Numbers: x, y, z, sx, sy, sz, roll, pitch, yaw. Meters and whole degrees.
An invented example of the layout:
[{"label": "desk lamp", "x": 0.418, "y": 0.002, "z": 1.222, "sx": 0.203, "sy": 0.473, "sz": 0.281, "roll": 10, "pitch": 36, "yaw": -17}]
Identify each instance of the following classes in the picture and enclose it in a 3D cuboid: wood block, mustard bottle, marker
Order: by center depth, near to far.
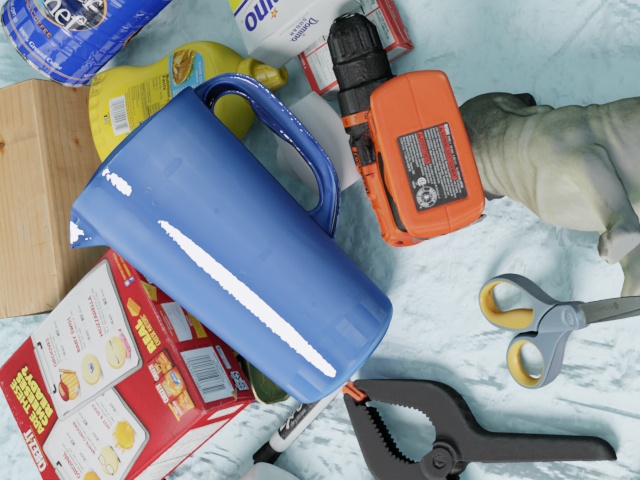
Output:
[{"label": "marker", "x": -0.018, "y": 0.152, "z": 0.899, "sx": 0.020, "sy": 0.020, "sz": 0.121, "roll": 49, "pitch": 113, "yaw": 20}, {"label": "mustard bottle", "x": -0.112, "y": -0.121, "z": 0.925, "sx": 0.192, "sy": 0.058, "sz": 0.096, "roll": -12, "pitch": 84, "yaw": 30}, {"label": "wood block", "x": -0.253, "y": -0.037, "z": 0.993, "sx": 0.091, "sy": 0.090, "sz": 0.206, "roll": -10, "pitch": 87, "yaw": 31}]

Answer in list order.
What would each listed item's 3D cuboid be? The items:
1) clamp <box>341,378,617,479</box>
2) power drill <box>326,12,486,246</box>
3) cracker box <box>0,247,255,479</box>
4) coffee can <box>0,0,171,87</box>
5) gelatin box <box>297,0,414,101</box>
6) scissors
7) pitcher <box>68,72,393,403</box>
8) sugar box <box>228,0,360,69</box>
[{"label": "clamp", "x": 0.096, "y": 0.180, "z": 0.812, "sx": 0.210, "sy": 0.036, "sz": 0.164, "roll": 27, "pitch": 90, "yaw": 29}, {"label": "power drill", "x": 0.054, "y": -0.078, "z": 0.753, "sx": 0.057, "sy": 0.188, "sz": 0.184, "roll": -19, "pitch": 98, "yaw": -2}, {"label": "cracker box", "x": -0.169, "y": 0.122, "z": 0.902, "sx": 0.214, "sy": 0.071, "sz": 0.164, "roll": -44, "pitch": 67, "yaw": 32}, {"label": "coffee can", "x": -0.201, "y": -0.219, "z": 0.949, "sx": 0.140, "sy": 0.102, "sz": 0.103, "roll": -36, "pitch": 73, "yaw": 26}, {"label": "gelatin box", "x": 0.023, "y": -0.166, "z": 0.861, "sx": 0.089, "sy": 0.030, "sz": 0.073, "roll": -30, "pitch": 75, "yaw": 28}, {"label": "scissors", "x": 0.173, "y": 0.068, "z": 0.729, "sx": 0.202, "sy": 0.016, "sz": 0.096, "roll": 13, "pitch": 118, "yaw": 63}, {"label": "pitcher", "x": -0.055, "y": 0.001, "z": 0.817, "sx": 0.243, "sy": 0.144, "sz": 0.149, "roll": 43, "pitch": 132, "yaw": -8}, {"label": "sugar box", "x": -0.040, "y": -0.238, "z": 0.868, "sx": 0.093, "sy": 0.048, "sz": 0.176, "roll": -34, "pitch": 60, "yaw": 27}]
